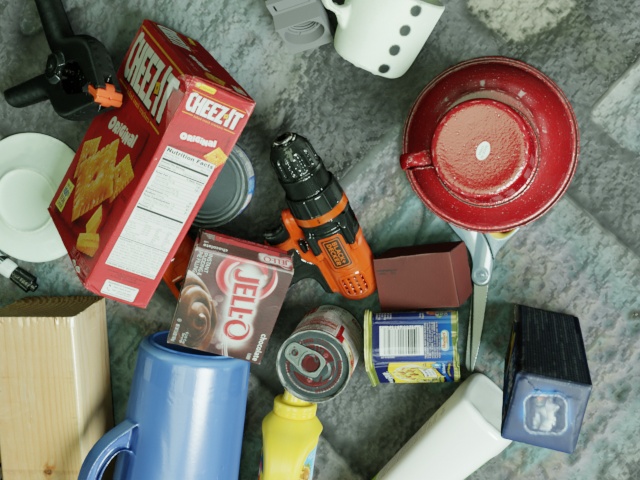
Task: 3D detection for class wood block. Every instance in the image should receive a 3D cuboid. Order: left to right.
[{"bbox_3d":[-0.265,0.165,1.067,0.091,0.090,0.206,0,100,9],"label":"wood block"}]

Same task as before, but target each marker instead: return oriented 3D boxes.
[{"bbox_3d":[-0.338,0.014,1.088,0.121,0.020,0.020,35,104,2],"label":"marker"}]

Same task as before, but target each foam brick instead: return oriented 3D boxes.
[{"bbox_3d":[0.095,0.033,0.989,0.078,0.051,0.053,-5,99,26],"label":"foam brick"}]

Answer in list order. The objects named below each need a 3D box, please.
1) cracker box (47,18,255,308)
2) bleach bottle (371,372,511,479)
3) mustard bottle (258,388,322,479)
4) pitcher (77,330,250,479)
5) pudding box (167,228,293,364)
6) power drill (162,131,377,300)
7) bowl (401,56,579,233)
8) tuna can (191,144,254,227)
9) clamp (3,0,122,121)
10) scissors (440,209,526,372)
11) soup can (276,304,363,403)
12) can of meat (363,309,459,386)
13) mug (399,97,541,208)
[{"bbox_3d":[-0.161,-0.073,0.965,0.072,0.164,0.214,20,108,-34],"label":"cracker box"},{"bbox_3d":[0.079,0.238,1.024,0.068,0.102,0.251,46,111,8],"label":"bleach bottle"},{"bbox_3d":[-0.033,0.225,1.033,0.058,0.096,0.192,10,102,8],"label":"mustard bottle"},{"bbox_3d":[-0.146,0.215,1.030,0.145,0.149,0.243,10,99,8],"label":"pitcher"},{"bbox_3d":[-0.082,0.051,0.966,0.090,0.039,0.114,15,124,-9],"label":"pudding box"},{"bbox_3d":[-0.056,0.001,0.988,0.188,0.057,0.184,-19,121,16],"label":"power drill"},{"bbox_3d":[0.149,-0.087,0.952,0.162,0.055,0.162,0,91,13],"label":"bowl"},{"bbox_3d":[-0.107,-0.057,1.026,0.086,0.033,0.086,2,101,10],"label":"tuna can"},{"bbox_3d":[-0.236,-0.169,0.992,0.172,0.039,0.120,21,105,41],"label":"clamp"},{"bbox_3d":[0.136,0.018,1.006,0.096,0.016,0.202,22,103,7],"label":"scissors"},{"bbox_3d":[0.002,0.104,1.001,0.068,0.102,0.068,2,101,9],"label":"soup can"},{"bbox_3d":[0.086,0.099,0.987,0.084,0.102,0.057,-2,70,8],"label":"can of meat"},{"bbox_3d":[0.123,-0.073,0.887,0.117,0.081,0.093,-4,90,13],"label":"mug"}]
